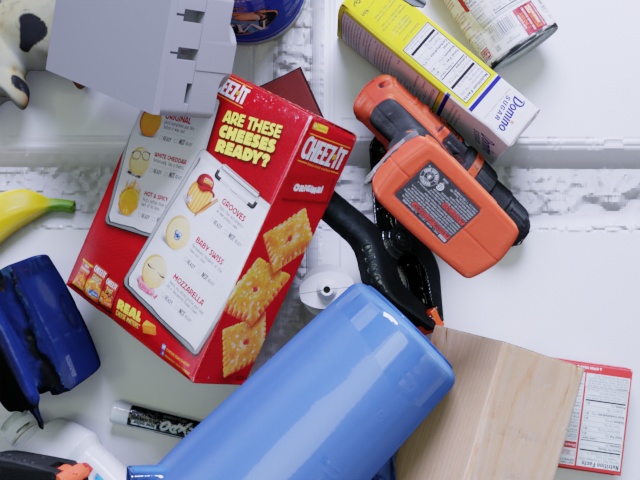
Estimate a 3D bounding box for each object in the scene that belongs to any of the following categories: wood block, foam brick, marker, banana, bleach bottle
[{"bbox_3d":[0.119,0.181,0.832,0.090,0.091,0.206,19,85,-29],"label":"wood block"},{"bbox_3d":[-0.022,-0.095,0.890,0.051,0.053,0.078,-24,86,-1],"label":"foam brick"},{"bbox_3d":[-0.115,0.156,0.889,0.121,0.020,0.020,13,86,3],"label":"marker"},{"bbox_3d":[-0.292,0.027,0.895,0.069,0.037,0.198,37,87,4],"label":"banana"},{"bbox_3d":[-0.173,0.238,0.852,0.251,0.068,0.102,44,87,15],"label":"bleach bottle"}]

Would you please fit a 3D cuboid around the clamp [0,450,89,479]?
[{"bbox_3d":[-0.251,0.233,0.838,0.210,0.036,0.164,-27,88,30],"label":"clamp"}]

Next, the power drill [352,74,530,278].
[{"bbox_3d":[0.099,-0.039,0.808,0.184,0.187,0.057,41,105,-11],"label":"power drill"}]

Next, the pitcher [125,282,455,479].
[{"bbox_3d":[-0.011,0.157,0.800,0.243,0.149,0.145,-45,67,-3],"label":"pitcher"}]

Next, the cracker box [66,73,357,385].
[{"bbox_3d":[-0.087,-0.020,0.827,0.164,0.072,0.214,31,100,35],"label":"cracker box"}]

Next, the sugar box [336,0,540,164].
[{"bbox_3d":[0.093,-0.139,0.871,0.176,0.093,0.048,38,87,3],"label":"sugar box"}]

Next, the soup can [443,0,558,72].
[{"bbox_3d":[0.142,-0.200,0.886,0.068,0.068,0.102,-32,86,-1],"label":"soup can"}]

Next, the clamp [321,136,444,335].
[{"bbox_3d":[0.056,-0.006,0.876,0.120,0.039,0.171,-40,104,-37],"label":"clamp"}]
